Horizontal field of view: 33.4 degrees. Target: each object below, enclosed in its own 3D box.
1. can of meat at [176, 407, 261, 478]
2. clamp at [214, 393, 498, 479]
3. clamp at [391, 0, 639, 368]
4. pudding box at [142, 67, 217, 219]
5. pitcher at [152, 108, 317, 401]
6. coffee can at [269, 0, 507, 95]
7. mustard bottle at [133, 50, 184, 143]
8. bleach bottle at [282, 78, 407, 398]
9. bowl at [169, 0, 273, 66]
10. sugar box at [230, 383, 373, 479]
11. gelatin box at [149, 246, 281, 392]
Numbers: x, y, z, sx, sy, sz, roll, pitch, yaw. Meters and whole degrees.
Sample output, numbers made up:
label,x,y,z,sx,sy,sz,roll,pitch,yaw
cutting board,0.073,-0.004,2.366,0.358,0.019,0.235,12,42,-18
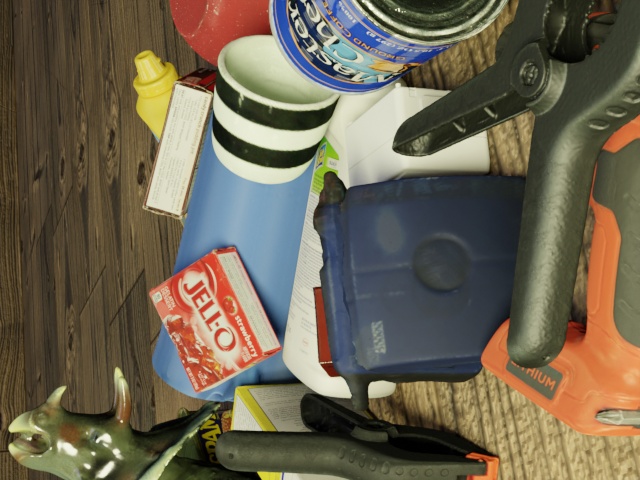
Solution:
label,x,y,z,sx,sy,sz,roll,pitch,yaw
can of meat,-0.082,0.199,0.979,0.102,0.083,0.057,-120,38,-51
clamp,0.023,0.134,0.667,0.172,0.120,0.039,7,105,37
clamp,0.100,-0.072,0.475,0.165,0.036,0.210,58,135,47
pudding box,-0.109,-0.083,0.895,0.090,0.039,0.113,-62,-12,-72
pitcher,-0.056,0.001,0.881,0.149,0.144,0.243,23,110,30
coffee can,0.036,-0.145,0.605,0.140,0.102,0.103,169,101,-74
mustard bottle,-0.125,-0.095,1.010,0.096,0.058,0.191,-110,-4,-55
bleach bottle,0.026,-0.022,0.761,0.103,0.068,0.251,-152,67,-65
bowl,-0.081,-0.208,0.858,0.162,0.055,0.162,9,100,61
sugar box,0.006,0.157,0.758,0.176,0.093,0.048,-135,50,-61
gelatin box,-0.080,0.060,0.804,0.073,0.030,0.089,-31,80,30
